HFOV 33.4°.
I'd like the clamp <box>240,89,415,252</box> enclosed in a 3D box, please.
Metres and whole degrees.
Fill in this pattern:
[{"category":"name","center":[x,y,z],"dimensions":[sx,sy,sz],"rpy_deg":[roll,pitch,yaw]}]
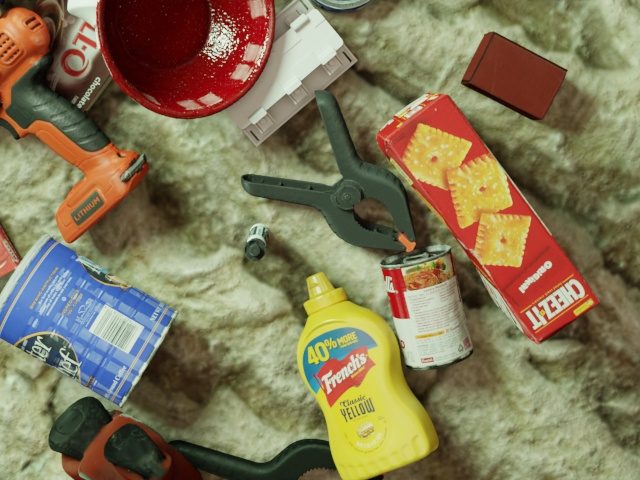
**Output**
[{"category":"clamp","center":[0.026,-0.056,0.979],"dimensions":[0.171,0.039,0.120],"rpy_deg":[29,118,-12]}]

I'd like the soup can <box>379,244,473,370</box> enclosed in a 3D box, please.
[{"category":"soup can","center":[0.099,0.062,0.991],"dimensions":[0.068,0.068,0.102],"rpy_deg":[-14,98,1]}]

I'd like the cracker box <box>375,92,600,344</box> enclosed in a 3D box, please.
[{"category":"cracker box","center":[0.137,-0.025,0.931],"dimensions":[0.072,0.164,0.213],"rpy_deg":[-36,96,5]}]

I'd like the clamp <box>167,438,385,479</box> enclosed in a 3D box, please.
[{"category":"clamp","center":[-0.042,0.238,1.026],"dimensions":[0.210,0.036,0.164],"rpy_deg":[-23,95,-1]}]

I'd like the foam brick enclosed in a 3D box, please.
[{"category":"foam brick","center":[0.176,-0.149,0.971],"dimensions":[0.078,0.053,0.051],"rpy_deg":[26,96,-5]}]

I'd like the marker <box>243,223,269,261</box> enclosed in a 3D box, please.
[{"category":"marker","center":[-0.056,0.001,0.952],"dimensions":[0.020,0.121,0.020],"rpy_deg":[0,98,-1]}]

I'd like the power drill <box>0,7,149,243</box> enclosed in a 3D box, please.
[{"category":"power drill","center":[-0.261,-0.089,0.951],"dimensions":[0.185,0.057,0.187],"rpy_deg":[-34,107,33]}]

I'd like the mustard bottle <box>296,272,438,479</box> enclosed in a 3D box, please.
[{"category":"mustard bottle","center":[0.031,0.120,0.989],"dimensions":[0.096,0.058,0.191],"rpy_deg":[-25,82,25]}]

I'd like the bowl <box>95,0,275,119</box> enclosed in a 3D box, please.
[{"category":"bowl","center":[-0.120,-0.185,0.893],"dimensions":[0.161,0.055,0.162],"rpy_deg":[-8,107,-30]}]

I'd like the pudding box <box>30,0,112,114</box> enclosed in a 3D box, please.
[{"category":"pudding box","center":[-0.218,-0.184,0.966],"dimensions":[0.090,0.039,0.113],"rpy_deg":[36,95,-5]}]

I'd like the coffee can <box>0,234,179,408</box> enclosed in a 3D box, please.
[{"category":"coffee can","center":[-0.215,0.073,0.968],"dimensions":[0.140,0.103,0.103],"rpy_deg":[31,96,-5]}]
